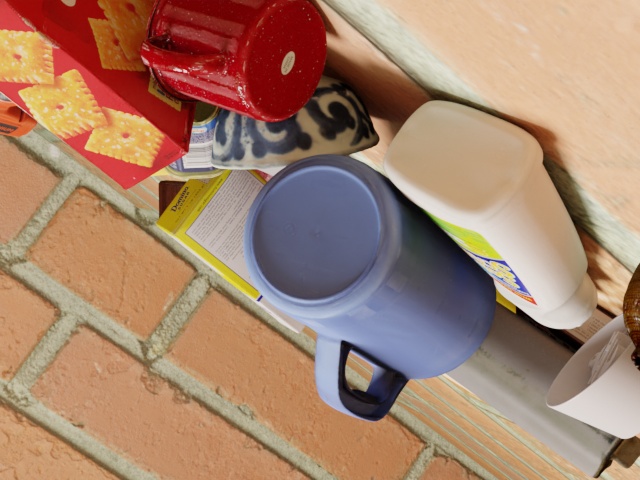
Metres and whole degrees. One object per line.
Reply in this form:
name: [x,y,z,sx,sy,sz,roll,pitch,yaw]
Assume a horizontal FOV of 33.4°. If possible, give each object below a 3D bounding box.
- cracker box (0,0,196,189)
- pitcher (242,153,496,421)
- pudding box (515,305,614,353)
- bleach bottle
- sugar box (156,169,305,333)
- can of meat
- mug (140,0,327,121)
cracker box: [-0.171,-0.162,0.714,0.072,0.164,0.213,-26,131,29]
pitcher: [0.036,0.032,0.771,0.149,0.145,0.242,65,-167,21]
pudding box: [0.218,0.080,0.897,0.114,0.039,0.090,32,170,20]
bleach bottle: [0.139,0.004,0.726,0.103,0.068,0.250,32,173,41]
sugar box: [-0.057,0.001,0.979,0.176,0.093,0.048,43,170,-38]
can of meat: [-0.106,-0.115,0.871,0.057,0.102,0.084,-3,155,-3]
mug: [-0.058,-0.121,0.671,0.082,0.093,0.117,23,-154,36]
